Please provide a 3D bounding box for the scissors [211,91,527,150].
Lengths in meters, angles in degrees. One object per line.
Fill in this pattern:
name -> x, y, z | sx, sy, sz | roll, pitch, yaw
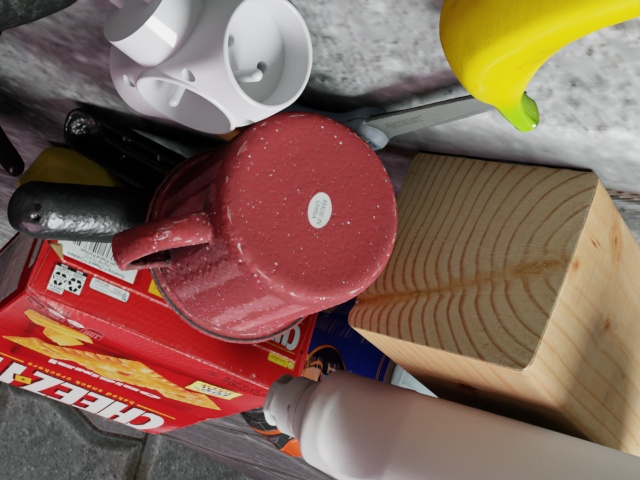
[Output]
scissors -> 0.001, -0.055, 0.463 | 0.096, 0.016, 0.202 | 26, 163, -12

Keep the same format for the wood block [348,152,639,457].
wood block -> 0.112, 0.050, 0.522 | 0.091, 0.090, 0.205 | 12, 161, 37

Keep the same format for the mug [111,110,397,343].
mug -> -0.030, -0.005, 0.454 | 0.117, 0.093, 0.082 | -6, 171, -27

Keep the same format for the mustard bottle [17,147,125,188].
mustard bottle -> -0.124, 0.009, 0.751 | 0.096, 0.058, 0.191 | 33, 172, 34

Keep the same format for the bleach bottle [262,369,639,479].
bleach bottle -> 0.077, 0.108, 0.481 | 0.251, 0.068, 0.102 | 16, 162, 32

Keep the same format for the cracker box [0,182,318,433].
cracker box -> -0.125, 0.057, 0.662 | 0.164, 0.072, 0.214 | 26, 153, -22

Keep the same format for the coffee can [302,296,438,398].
coffee can -> 0.040, 0.079, 0.652 | 0.102, 0.103, 0.141 | 33, 168, -31

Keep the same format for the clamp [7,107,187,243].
clamp -> -0.050, -0.011, 0.542 | 0.210, 0.036, 0.164 | 19, -161, -3
